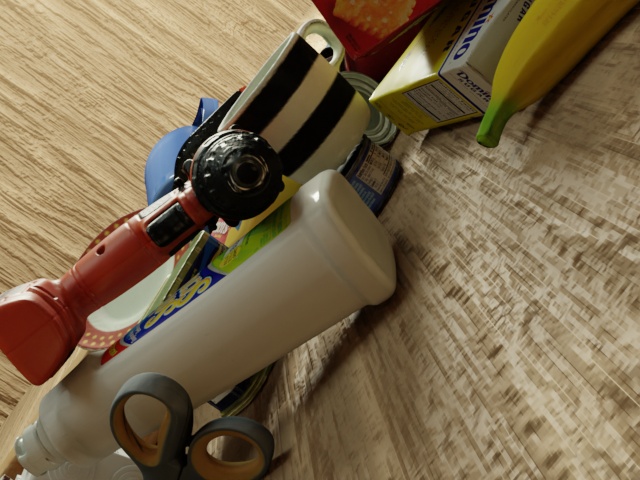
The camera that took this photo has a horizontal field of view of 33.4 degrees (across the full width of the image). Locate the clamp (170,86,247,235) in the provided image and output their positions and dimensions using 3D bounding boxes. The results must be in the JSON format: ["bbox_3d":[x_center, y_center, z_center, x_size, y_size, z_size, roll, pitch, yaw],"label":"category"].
[{"bbox_3d":[-0.098,-0.040,0.972,0.164,0.036,0.210,7,-61,-54],"label":"clamp"}]

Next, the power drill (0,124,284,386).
[{"bbox_3d":[-0.102,0.004,0.618,0.187,0.057,0.184,-37,5,-5],"label":"power drill"}]

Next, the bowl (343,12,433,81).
[{"bbox_3d":[0.058,-0.198,0.850,0.162,0.055,0.162,4,-90,-77],"label":"bowl"}]

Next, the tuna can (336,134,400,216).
[{"bbox_3d":[0.017,-0.030,0.737,0.086,0.033,0.086,-51,11,14],"label":"tuna can"}]

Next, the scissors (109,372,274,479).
[{"bbox_3d":[-0.073,0.142,0.599,0.202,0.096,0.016,93,-169,-47],"label":"scissors"}]

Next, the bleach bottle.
[{"bbox_3d":[-0.076,0.061,0.606,0.251,0.068,0.102,-36,13,13],"label":"bleach bottle"}]

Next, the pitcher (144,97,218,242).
[{"bbox_3d":[-0.139,-0.062,1.228,0.145,0.149,0.243,-35,16,2],"label":"pitcher"}]

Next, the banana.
[{"bbox_3d":[0.143,-0.121,0.497,0.198,0.037,0.069,-47,31,39],"label":"banana"}]

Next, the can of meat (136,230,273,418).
[{"bbox_3d":[-0.070,0.055,0.716,0.058,0.084,0.102,-43,16,46],"label":"can of meat"}]

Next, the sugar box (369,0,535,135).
[{"bbox_3d":[0.095,-0.119,0.654,0.093,0.048,0.176,-54,10,-9],"label":"sugar box"}]
